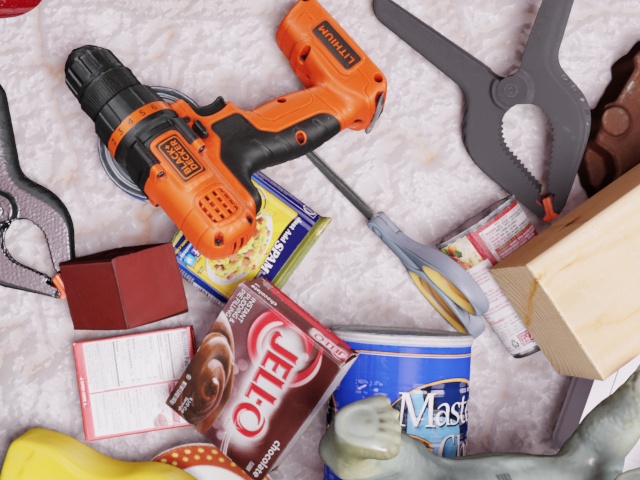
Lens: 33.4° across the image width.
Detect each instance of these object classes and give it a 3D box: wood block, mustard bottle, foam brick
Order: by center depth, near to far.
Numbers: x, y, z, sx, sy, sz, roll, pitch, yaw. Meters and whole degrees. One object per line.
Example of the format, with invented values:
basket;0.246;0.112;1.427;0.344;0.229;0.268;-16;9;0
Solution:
wood block;0.230;-0.004;0.713;0.206;0.091;0.090;-34;91;-7
mustard bottle;-0.131;0.201;0.751;0.192;0.058;0.096;13;100;10
foam brick;-0.141;0.033;0.757;0.052;0.078;0.051;-16;97;-42

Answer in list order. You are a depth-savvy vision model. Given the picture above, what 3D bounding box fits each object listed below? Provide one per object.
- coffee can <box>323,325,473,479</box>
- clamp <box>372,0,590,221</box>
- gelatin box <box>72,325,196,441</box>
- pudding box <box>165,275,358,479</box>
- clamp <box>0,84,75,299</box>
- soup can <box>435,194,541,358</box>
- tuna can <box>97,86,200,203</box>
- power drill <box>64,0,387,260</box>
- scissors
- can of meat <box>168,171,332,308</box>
coffee can;0.054;0.134;0.759;0.103;0.103;0.140;3;89;-3
clamp;0.132;-0.115;0.791;0.165;0.036;0.210;-9;99;22
gelatin box;-0.133;0.104;0.788;0.089;0.030;0.073;-8;89;-5
pudding box;-0.041;0.095;0.731;0.090;0.039;0.114;38;113;15
clamp;-0.233;-0.032;0.783;0.171;0.039;0.120;42;92;-7
soup can;0.141;0.027;0.782;0.068;0.068;0.102;-34;91;-3
tuna can;-0.121;-0.070;0.791;0.086;0.034;0.086;0;89;-2
power drill;-0.062;-0.098;0.751;0.187;0.057;0.184;-35;77;-22
scissors;0.055;-0.007;0.771;0.016;0.096;0.202;-42;94;-13
can of meat;-0.055;0.001;0.781;0.084;0.057;0.102;36;87;1
